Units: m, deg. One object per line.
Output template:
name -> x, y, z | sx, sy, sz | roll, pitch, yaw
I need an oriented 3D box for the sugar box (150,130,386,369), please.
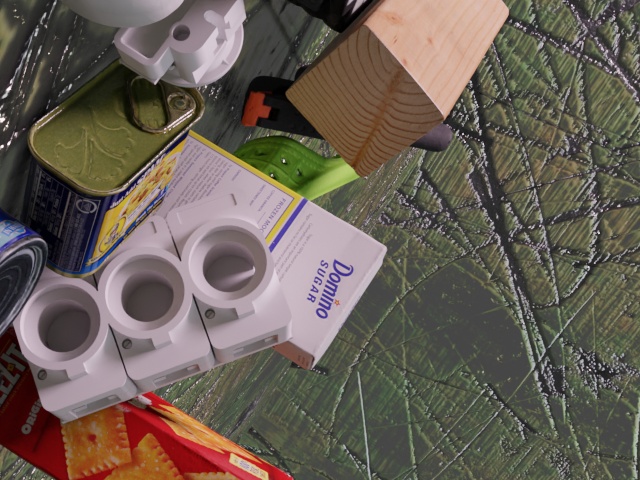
sugar box -> -0.055, 0.001, 0.710 | 0.093, 0.176, 0.048 | -55, 173, -20

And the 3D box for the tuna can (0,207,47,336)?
tuna can -> -0.177, 0.024, 0.541 | 0.086, 0.034, 0.086 | -55, 174, -9

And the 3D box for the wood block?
wood block -> 0.067, -0.151, 0.841 | 0.091, 0.090, 0.205 | -34, -166, 37

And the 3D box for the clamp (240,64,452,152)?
clamp -> -0.005, -0.114, 0.892 | 0.209, 0.165, 0.036 | -6, 120, -52

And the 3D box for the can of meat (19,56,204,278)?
can of meat -> -0.117, -0.039, 0.584 | 0.102, 0.057, 0.084 | -51, 174, -41

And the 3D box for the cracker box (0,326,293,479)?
cracker box -> -0.123, 0.142, 0.731 | 0.072, 0.214, 0.164 | -57, 174, -6
